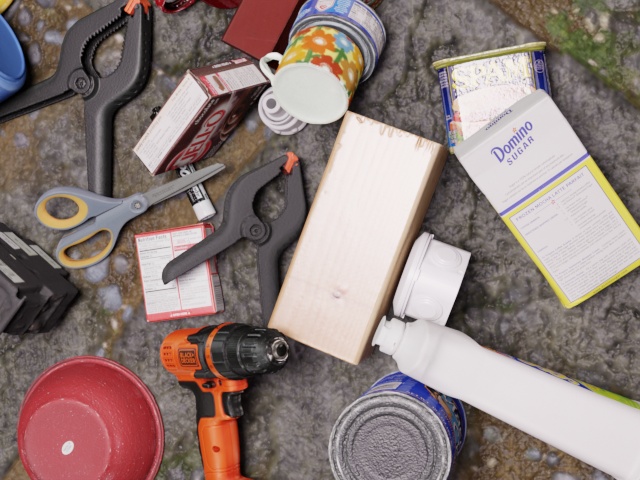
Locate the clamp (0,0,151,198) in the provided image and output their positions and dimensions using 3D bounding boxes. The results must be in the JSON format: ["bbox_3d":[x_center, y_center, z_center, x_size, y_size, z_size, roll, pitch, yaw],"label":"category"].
[{"bbox_3d":[-0.240,-0.155,1.061,0.164,0.036,0.210,29,101,11],"label":"clamp"}]

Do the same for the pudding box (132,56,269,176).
[{"bbox_3d":[-0.111,-0.115,0.985,0.039,0.089,0.114,48,127,10],"label":"pudding box"}]

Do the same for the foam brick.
[{"bbox_3d":[-0.049,-0.208,1.007,0.051,0.053,0.078,30,97,11],"label":"foam brick"}]

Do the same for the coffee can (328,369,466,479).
[{"bbox_3d":[0.071,0.173,0.939,0.103,0.140,0.103,0,91,13],"label":"coffee can"}]

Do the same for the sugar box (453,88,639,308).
[{"bbox_3d":[0.202,-0.035,0.924,0.093,0.048,0.176,-35,104,10],"label":"sugar box"}]

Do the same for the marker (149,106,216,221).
[{"bbox_3d":[-0.136,-0.077,1.047,0.020,0.020,0.121,-27,85,12],"label":"marker"}]

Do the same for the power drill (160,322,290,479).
[{"bbox_3d":[-0.075,0.167,0.978,0.185,0.057,0.187,-8,91,55],"label":"power drill"}]

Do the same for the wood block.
[{"bbox_3d":[0.036,-0.003,0.972,0.091,0.090,0.206,22,95,11],"label":"wood block"}]

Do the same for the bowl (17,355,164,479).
[{"bbox_3d":[-0.240,0.198,1.057,0.162,0.055,0.162,0,91,13],"label":"bowl"}]

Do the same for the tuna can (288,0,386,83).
[{"bbox_3d":[0.015,-0.182,0.976,0.086,0.086,0.033,12,51,13],"label":"tuna can"}]

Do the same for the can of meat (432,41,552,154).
[{"bbox_3d":[0.158,-0.126,0.958,0.102,0.057,0.084,-9,91,13],"label":"can of meat"}]

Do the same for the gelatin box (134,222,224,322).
[{"bbox_3d":[-0.137,0.031,1.044,0.073,0.030,0.089,-9,88,14],"label":"gelatin box"}]

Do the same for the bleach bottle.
[{"bbox_3d":[0.165,0.128,0.913,0.251,0.102,0.068,24,91,-2],"label":"bleach bottle"}]

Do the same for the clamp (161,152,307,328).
[{"bbox_3d":[-0.057,0.001,1.012,0.120,0.039,0.171,36,87,-13],"label":"clamp"}]

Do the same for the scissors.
[{"bbox_3d":[-0.195,-0.045,1.035,0.202,0.016,0.096,-37,112,21],"label":"scissors"}]
